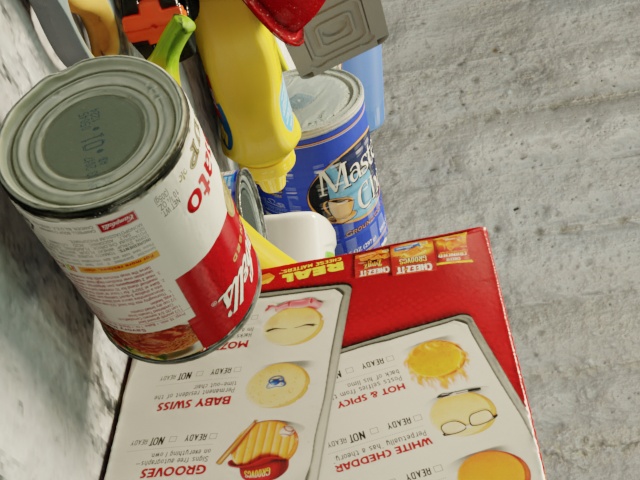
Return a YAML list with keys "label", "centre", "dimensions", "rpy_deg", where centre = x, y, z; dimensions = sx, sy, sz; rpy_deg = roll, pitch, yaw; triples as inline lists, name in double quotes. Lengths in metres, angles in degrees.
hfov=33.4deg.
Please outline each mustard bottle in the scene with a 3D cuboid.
- label: "mustard bottle"
  centre: [-0.051, -0.110, 0.720]
  dimensions: [0.096, 0.058, 0.191]
  rpy_deg: [-107, -177, -49]

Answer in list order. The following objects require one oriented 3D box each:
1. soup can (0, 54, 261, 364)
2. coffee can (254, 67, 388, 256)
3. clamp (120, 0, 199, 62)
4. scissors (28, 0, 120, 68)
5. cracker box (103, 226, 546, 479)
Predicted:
- label: "soup can"
  centre: [-0.065, -0.008, 0.383]
  dimensions: [0.102, 0.068, 0.068]
  rpy_deg: [71, 11, -55]
- label: "coffee can"
  centre: [-0.005, -0.055, 0.868]
  dimensions: [0.103, 0.103, 0.140]
  rpy_deg: [-91, 170, -53]
- label: "clamp"
  centre: [-0.081, -0.132, 0.542]
  dimensions: [0.171, 0.039, 0.120]
  rpy_deg: [-99, 172, -47]
- label: "scissors"
  centre: [-0.109, -0.119, 0.376]
  dimensions: [0.201, 0.016, 0.096]
  rpy_deg: [59, 21, -76]
- label: "cracker box"
  centre: [0.003, 0.092, 0.420]
  dimensions: [0.213, 0.164, 0.072]
  rpy_deg: [-90, 168, -56]
